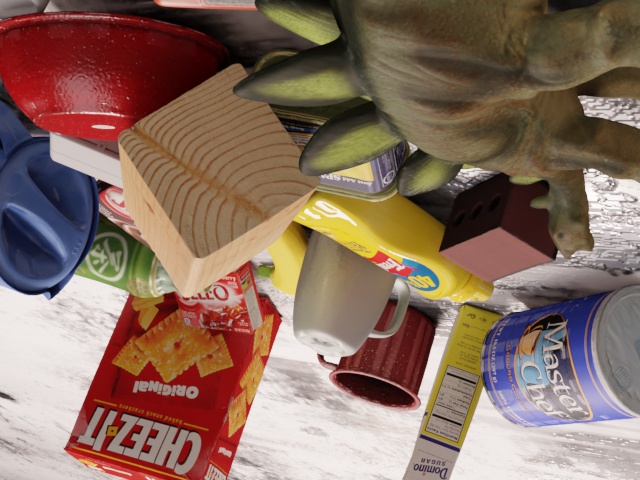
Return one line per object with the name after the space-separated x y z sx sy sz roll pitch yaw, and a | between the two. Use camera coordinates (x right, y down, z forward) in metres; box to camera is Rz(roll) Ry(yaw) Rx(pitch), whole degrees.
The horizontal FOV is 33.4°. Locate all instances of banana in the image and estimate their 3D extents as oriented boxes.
-0.039 0.008 0.956 0.070 0.037 0.198 15 156 10 | banana

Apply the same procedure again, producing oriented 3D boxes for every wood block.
-0.075 -0.030 0.723 0.091 0.090 0.206 56 168 2 | wood block

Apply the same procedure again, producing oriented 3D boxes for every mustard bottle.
0.060 -0.003 0.827 0.191 0.058 0.096 30 168 -24 | mustard bottle

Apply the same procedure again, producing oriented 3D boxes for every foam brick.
0.131 -0.010 0.766 0.051 0.053 0.078 28 154 -18 | foam brick

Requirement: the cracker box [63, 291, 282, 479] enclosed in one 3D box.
-0.154 0.151 1.136 0.164 0.213 0.072 10 156 21 | cracker box

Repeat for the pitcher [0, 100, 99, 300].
-0.327 -0.044 0.934 0.243 0.149 0.144 9 171 28 | pitcher

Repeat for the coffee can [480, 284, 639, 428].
0.214 0.098 0.869 0.102 0.102 0.141 30 155 -21 | coffee can

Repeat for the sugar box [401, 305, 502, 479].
0.119 0.156 0.976 0.048 0.176 0.093 16 156 9 | sugar box

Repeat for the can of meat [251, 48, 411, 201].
0.005 -0.078 0.716 0.102 0.057 0.084 12 154 18 | can of meat

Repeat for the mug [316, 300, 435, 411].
0.053 0.109 1.045 0.117 0.081 0.093 9 154 24 | mug

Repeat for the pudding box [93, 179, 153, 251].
-0.142 -0.025 0.956 0.113 0.039 0.090 37 153 -22 | pudding box

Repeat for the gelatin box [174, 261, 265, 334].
-0.107 0.054 1.080 0.089 0.030 0.073 5 122 30 | gelatin box

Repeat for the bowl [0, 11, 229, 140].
-0.141 -0.101 0.705 0.162 0.055 0.162 2 174 0 | bowl
